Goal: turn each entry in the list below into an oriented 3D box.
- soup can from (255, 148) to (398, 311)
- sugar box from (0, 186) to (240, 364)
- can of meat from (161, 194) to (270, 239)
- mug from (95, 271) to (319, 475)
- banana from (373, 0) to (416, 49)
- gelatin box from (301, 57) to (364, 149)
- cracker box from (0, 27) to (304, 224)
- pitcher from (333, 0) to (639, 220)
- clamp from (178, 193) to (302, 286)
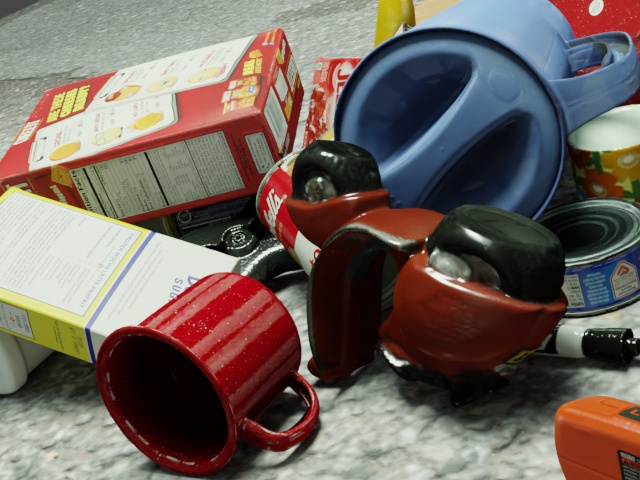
[{"bbox_3d":[0.012,-0.006,0.690,0.068,0.068,0.102,-27,46,-17],"label":"soup can"},{"bbox_3d":[-0.150,0.030,0.701,0.176,0.048,0.093,19,50,12],"label":"sugar box"},{"bbox_3d":[-0.081,-0.040,0.871,0.084,0.057,0.102,-14,37,6],"label":"can of meat"},{"bbox_3d":[-0.053,0.074,0.591,0.117,0.093,0.081,26,37,20],"label":"mug"},{"bbox_3d":[0.052,-0.159,0.964,0.037,0.070,0.198,-31,-13,-25],"label":"banana"},{"bbox_3d":[0.022,-0.115,0.934,0.030,0.089,0.073,8,2,-41],"label":"gelatin box"},{"bbox_3d":[-0.126,-0.080,0.825,0.214,0.072,0.164,-13,30,12],"label":"cracker box"},{"bbox_3d":[0.113,-0.096,0.692,0.149,0.145,0.242,26,28,7],"label":"pitcher"},{"bbox_3d":[-0.055,0.001,0.772,0.171,0.039,0.120,-23,40,-11],"label":"clamp"}]
